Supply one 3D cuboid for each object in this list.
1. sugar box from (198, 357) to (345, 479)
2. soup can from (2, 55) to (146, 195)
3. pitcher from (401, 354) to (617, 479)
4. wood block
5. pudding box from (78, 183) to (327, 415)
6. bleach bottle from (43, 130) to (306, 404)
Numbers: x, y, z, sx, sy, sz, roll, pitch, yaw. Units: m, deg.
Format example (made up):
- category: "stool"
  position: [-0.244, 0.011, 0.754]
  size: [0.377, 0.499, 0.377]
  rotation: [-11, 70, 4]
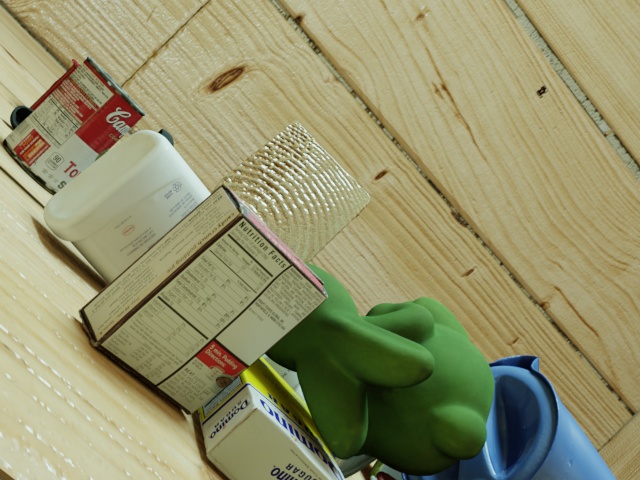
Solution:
- category: "sugar box"
  position: [-0.034, 0.117, 0.669]
  size: [0.093, 0.048, 0.176]
  rotation: [48, -3, -16]
- category: "soup can"
  position: [-0.206, -0.095, 0.896]
  size: [0.068, 0.102, 0.068]
  rotation: [46, -1, 1]
- category: "pitcher"
  position: [0.174, 0.222, 0.846]
  size: [0.242, 0.149, 0.145]
  rotation: [48, 14, -32]
- category: "wood block"
  position: [-0.056, 0.002, 0.887]
  size: [0.090, 0.090, 0.206]
  rotation: [46, -33, 1]
- category: "pudding box"
  position: [-0.065, 0.036, 0.609]
  size: [0.090, 0.113, 0.039]
  rotation: [46, 2, -39]
- category: "bleach bottle"
  position: [-0.085, 0.044, 0.780]
  size: [0.250, 0.102, 0.068]
  rotation: [56, -13, -30]
